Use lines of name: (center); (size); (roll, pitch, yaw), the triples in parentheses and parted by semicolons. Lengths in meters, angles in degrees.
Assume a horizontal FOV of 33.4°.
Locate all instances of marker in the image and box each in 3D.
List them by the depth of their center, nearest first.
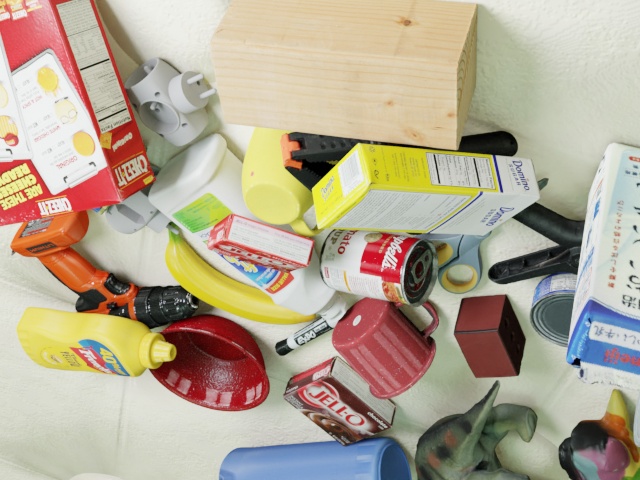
marker: (-0.014, 0.109, 1.250); (0.020, 0.020, 0.121); (38, 136, -19)

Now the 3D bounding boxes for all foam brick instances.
foam brick: (0.181, 0.103, 1.138); (0.051, 0.053, 0.078); (-7, 133, 28)

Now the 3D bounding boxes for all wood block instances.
wood block: (0.022, -0.149, 0.902); (0.206, 0.090, 0.090); (8, 137, 15)

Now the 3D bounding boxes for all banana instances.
banana: (-0.102, 0.053, 1.212); (0.197, 0.037, 0.070); (31, 139, -11)

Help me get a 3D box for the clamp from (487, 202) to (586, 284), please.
clamp: (0.241, 0.000, 1.009); (0.171, 0.039, 0.120); (-1, 144, 13)

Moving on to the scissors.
scissors: (0.166, 0.003, 1.064); (0.202, 0.016, 0.096); (-23, 124, 39)

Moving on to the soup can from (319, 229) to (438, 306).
soup can: (0.058, 0.025, 1.076); (0.102, 0.068, 0.068); (10, 140, 35)

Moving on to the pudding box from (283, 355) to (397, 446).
pudding box: (0.024, 0.199, 1.317); (0.113, 0.039, 0.090); (40, 135, -21)

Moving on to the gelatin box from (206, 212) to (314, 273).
gelatin box: (-0.059, 0.005, 1.035); (0.089, 0.030, 0.073); (17, 168, -15)

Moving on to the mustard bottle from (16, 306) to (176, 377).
mustard bottle: (-0.256, 0.123, 1.254); (0.192, 0.058, 0.096); (3, 141, 23)

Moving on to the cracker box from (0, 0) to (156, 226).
cracker box: (-0.264, -0.132, 0.998); (0.164, 0.072, 0.213); (-9, 108, 30)

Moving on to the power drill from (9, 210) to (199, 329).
power drill: (-0.254, 0.039, 1.243); (0.185, 0.057, 0.187); (-13, 129, 33)

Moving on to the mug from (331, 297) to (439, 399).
mug: (0.075, 0.106, 1.168); (0.117, 0.093, 0.081); (-38, 111, 11)

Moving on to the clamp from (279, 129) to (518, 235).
clamp: (0.063, -0.068, 0.963); (0.209, 0.036, 0.165); (14, 143, -35)

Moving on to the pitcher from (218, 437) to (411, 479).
pitcher: (-0.001, 0.328, 1.414); (0.243, 0.149, 0.145); (-14, 114, 29)

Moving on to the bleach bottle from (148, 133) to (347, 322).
bleach bottle: (-0.057, 0.001, 1.121); (0.103, 0.068, 0.250); (-25, 125, 39)

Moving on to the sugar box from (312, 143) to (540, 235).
sugar box: (0.092, -0.042, 0.929); (0.175, 0.048, 0.093); (0, 158, -28)

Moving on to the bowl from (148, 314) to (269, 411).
bowl: (-0.131, 0.140, 1.304); (0.162, 0.055, 0.162); (12, 138, 10)

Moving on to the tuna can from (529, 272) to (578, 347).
tuna can: (0.258, 0.070, 1.086); (0.086, 0.033, 0.086); (12, 138, 10)
